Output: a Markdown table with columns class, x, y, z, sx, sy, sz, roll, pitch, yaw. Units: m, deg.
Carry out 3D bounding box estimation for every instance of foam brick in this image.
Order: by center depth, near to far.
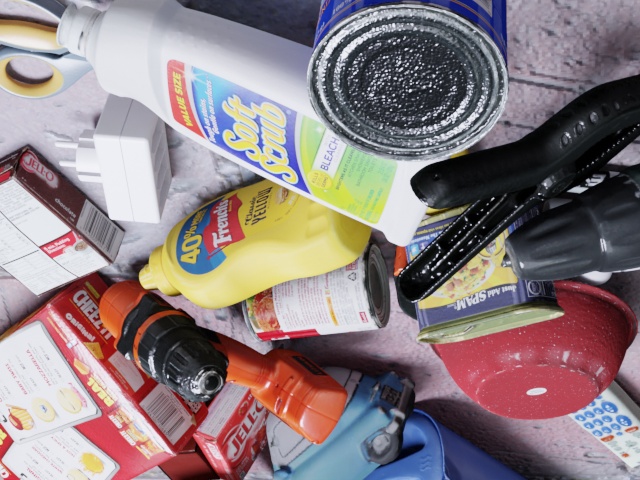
| class | x | y | z | sx | sy | sz | roll | pitch | yaw |
| --- | --- | --- | --- | --- | --- | --- | --- | --- | --- |
| foam brick | -0.120 | 0.179 | 0.997 | 0.053 | 0.078 | 0.051 | -11 | 135 | 23 |

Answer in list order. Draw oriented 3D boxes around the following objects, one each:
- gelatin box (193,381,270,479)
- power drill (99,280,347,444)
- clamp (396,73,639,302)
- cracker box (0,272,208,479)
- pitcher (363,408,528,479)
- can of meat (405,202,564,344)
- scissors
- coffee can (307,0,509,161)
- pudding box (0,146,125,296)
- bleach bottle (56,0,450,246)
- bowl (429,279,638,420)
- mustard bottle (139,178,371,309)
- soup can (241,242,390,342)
| class | x | y | z | sx | sy | sz | roll | pitch | yaw |
| --- | --- | --- | --- | --- | --- | --- | --- | --- | --- |
| gelatin box | -0.071 | 0.163 | 0.960 | 0.030 | 0.089 | 0.073 | 14 | 143 | 30 |
| power drill | -0.070 | 0.100 | 0.838 | 0.187 | 0.185 | 0.057 | 30 | 90 | -34 |
| clamp | 0.131 | -0.039 | 0.663 | 0.209 | 0.036 | 0.165 | -29 | 160 | -18 |
| cracker box | -0.223 | 0.143 | 0.943 | 0.214 | 0.072 | 0.164 | -33 | 99 | 38 |
| pitcher | 0.141 | 0.265 | 1.024 | 0.242 | 0.149 | 0.145 | 32 | 118 | -29 |
| can of meat | 0.111 | 0.021 | 0.751 | 0.102 | 0.084 | 0.057 | -18 | 163 | 33 |
| scissors | -0.140 | -0.116 | 0.720 | 0.201 | 0.016 | 0.096 | 17 | 138 | -10 |
| coffee can | 0.051 | -0.127 | 0.581 | 0.103 | 0.140 | 0.103 | 5 | 138 | 4 |
| pudding box | -0.225 | -0.012 | 0.832 | 0.090 | 0.039 | 0.113 | -21 | 129 | 29 |
| bleach bottle | -0.043 | -0.085 | 0.669 | 0.251 | 0.068 | 0.103 | 21 | 143 | 1 |
| bowl | 0.164 | 0.094 | 0.820 | 0.162 | 0.055 | 0.162 | 2 | 145 | 1 |
| mustard bottle | -0.055 | 0.001 | 0.774 | 0.192 | 0.096 | 0.058 | -21 | 131 | 29 |
| soup can | -0.003 | 0.040 | 0.830 | 0.102 | 0.068 | 0.068 | -8 | 136 | 17 |
